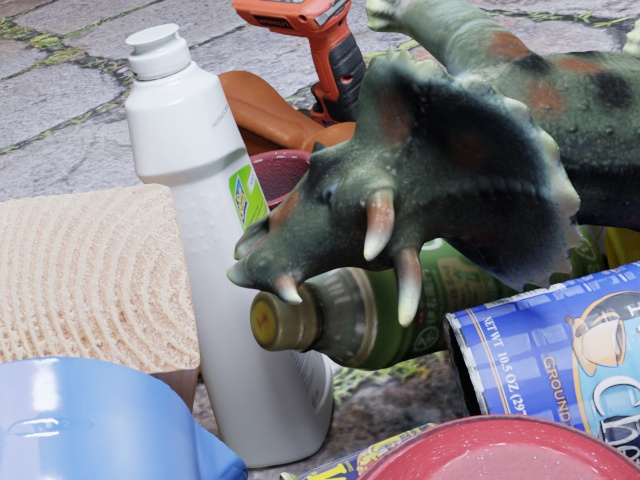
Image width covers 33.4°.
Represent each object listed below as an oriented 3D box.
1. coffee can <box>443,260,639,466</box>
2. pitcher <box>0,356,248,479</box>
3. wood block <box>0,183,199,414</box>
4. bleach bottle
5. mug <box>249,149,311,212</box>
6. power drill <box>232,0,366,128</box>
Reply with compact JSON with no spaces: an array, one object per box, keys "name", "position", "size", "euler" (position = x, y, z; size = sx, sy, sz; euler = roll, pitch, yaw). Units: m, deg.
[{"name":"coffee can","position":[0.142,0.066,0.526],"size":[0.140,0.103,0.103],"euler":[-16,26,1]},{"name":"pitcher","position":[-0.102,0.171,0.368],"size":[0.149,0.144,0.243],"euler":[-36,42,17]},{"name":"wood block","position":[-0.116,0.062,0.541],"size":[0.090,0.206,0.090],"euler":[-7,66,-13]},{"name":"bleach bottle","position":[-0.054,0.001,0.598],"size":[0.068,0.251,0.102],"euler":[-12,26,8]},{"name":"mug","position":[-0.029,-0.008,0.793],"size":[0.093,0.081,0.117],"euler":[-31,31,-23]},{"name":"power drill","position":[-0.004,-0.142,0.934],"size":[0.185,0.187,0.057],"euler":[13,54,42]}]
